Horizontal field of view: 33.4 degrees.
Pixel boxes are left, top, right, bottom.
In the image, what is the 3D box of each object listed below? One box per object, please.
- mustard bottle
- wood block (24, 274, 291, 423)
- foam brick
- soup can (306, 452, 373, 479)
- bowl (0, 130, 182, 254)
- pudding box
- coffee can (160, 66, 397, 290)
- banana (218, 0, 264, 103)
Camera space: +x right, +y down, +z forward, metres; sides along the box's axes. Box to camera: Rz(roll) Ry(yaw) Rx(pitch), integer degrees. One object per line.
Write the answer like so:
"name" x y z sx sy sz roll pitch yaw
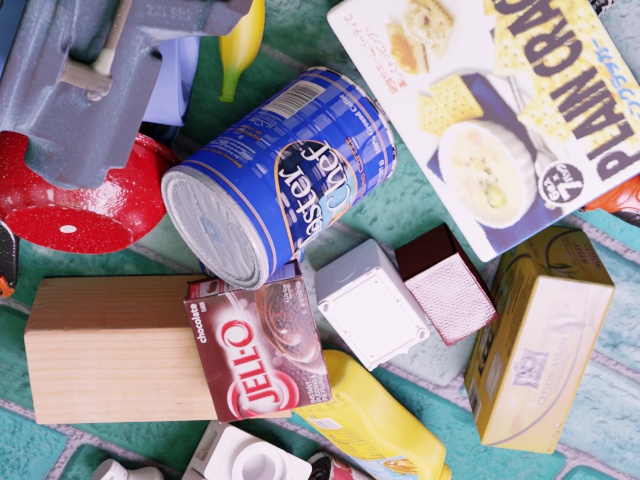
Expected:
"mustard bottle" 0.054 0.174 0.941 0.191 0.058 0.096 44 148 -24
"wood block" -0.128 0.087 0.877 0.206 0.091 0.090 -1 118 -3
"foam brick" 0.105 0.037 0.888 0.053 0.051 0.078 -30 116 11
"soup can" 0.028 0.249 0.989 0.102 0.068 0.069 34 111 -20
"bowl" -0.179 -0.031 0.779 0.162 0.055 0.162 4 158 1
"pudding box" -0.046 0.077 0.804 0.090 0.039 0.113 -13 112 1
"coffee can" -0.029 -0.046 0.768 0.140 0.103 0.103 -40 121 -26
"banana" -0.064 -0.192 0.735 0.037 0.069 0.198 -1 135 7
